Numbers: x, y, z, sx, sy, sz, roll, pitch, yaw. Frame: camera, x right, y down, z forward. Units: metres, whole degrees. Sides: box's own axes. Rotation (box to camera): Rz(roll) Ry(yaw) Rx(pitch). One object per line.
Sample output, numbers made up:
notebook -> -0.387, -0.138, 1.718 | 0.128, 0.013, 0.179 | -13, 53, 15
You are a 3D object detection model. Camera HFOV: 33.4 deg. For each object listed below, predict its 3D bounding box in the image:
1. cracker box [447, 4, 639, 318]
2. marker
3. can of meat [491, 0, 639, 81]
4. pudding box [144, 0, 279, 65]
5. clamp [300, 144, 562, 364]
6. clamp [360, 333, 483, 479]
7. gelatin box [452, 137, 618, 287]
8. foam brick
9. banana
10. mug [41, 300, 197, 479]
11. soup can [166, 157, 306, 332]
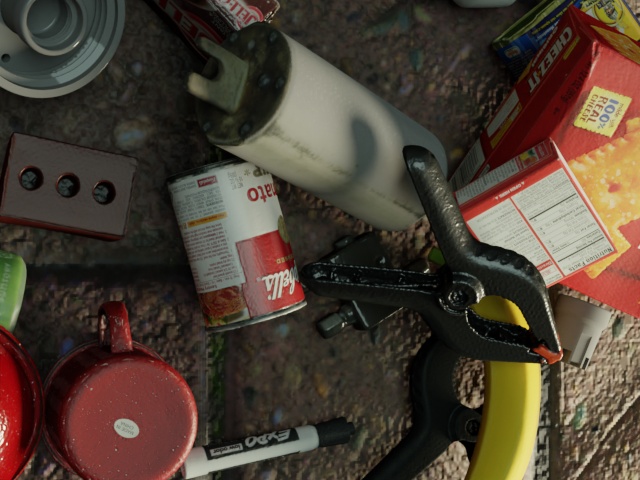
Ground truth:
cracker box -> 0.218, -0.038, 0.736 | 0.213, 0.072, 0.164 | 24, 120, -16
marker -> -0.034, 0.137, 0.713 | 0.121, 0.020, 0.020 | -8, 90, -19
can of meat -> 0.188, -0.139, 0.781 | 0.102, 0.057, 0.084 | -40, 99, -16
pudding box -> -0.086, -0.166, 0.671 | 0.039, 0.090, 0.113 | -45, 101, -17
clamp -> 0.075, 0.030, 0.676 | 0.171, 0.120, 0.039 | 43, 31, -14
clamp -> 0.090, 0.133, 0.746 | 0.164, 0.036, 0.210 | 11, 82, -17
gelatin box -> 0.139, -0.012, 0.690 | 0.073, 0.030, 0.089 | -30, 121, 17
foam brick -> -0.158, -0.032, 0.660 | 0.078, 0.051, 0.053 | 10, 84, -18
banana -> 0.115, 0.100, 0.721 | 0.069, 0.037, 0.198 | -5, 81, 4
mug -> -0.122, 0.095, 0.651 | 0.093, 0.082, 0.117 | 0, 88, -19
soup can -> -0.054, 0.001, 0.685 | 0.068, 0.069, 0.102 | -16, 93, -19
